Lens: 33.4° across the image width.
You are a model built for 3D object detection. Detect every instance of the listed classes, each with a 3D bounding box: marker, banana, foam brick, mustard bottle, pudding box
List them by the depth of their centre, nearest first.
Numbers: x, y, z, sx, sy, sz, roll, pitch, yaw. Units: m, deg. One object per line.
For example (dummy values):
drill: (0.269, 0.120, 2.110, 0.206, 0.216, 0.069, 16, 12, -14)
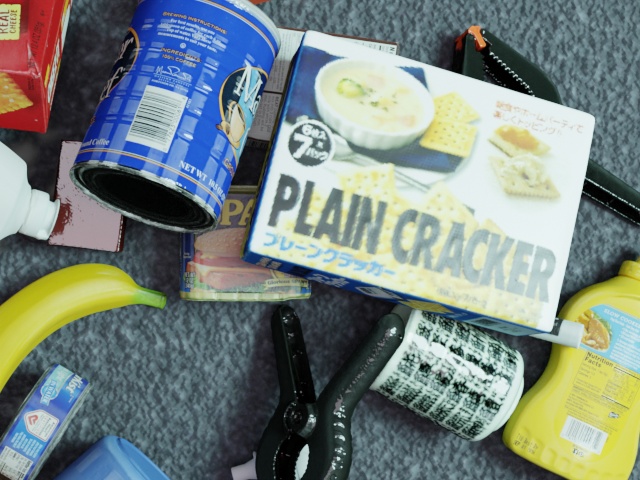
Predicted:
banana: (-0.195, 0.063, 0.740, 0.070, 0.197, 0.037, 28, 131, 24)
foam brick: (-0.166, -0.032, 0.775, 0.051, 0.053, 0.078, 7, 89, -7)
pudding box: (-0.001, -0.110, 0.803, 0.113, 0.039, 0.090, 7, 88, -8)
marker: (0.137, 0.057, 0.807, 0.121, 0.020, 0.020, 15, 88, 18)
mustard bottle: (0.221, 0.091, 0.820, 0.096, 0.058, 0.191, 25, 87, 2)

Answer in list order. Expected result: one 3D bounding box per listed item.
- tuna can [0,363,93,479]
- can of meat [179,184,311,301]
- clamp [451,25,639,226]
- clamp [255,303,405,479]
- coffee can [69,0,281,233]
tuna can: (-0.198, 0.130, 0.756, 0.033, 0.086, 0.086, 32, 86, -5)
can of meat: (-0.055, 0.001, 0.788, 0.102, 0.057, 0.084, 1, 92, -7)
clamp: (0.149, -0.061, 0.812, 0.164, 0.036, 0.210, -32, 91, -20)
clamp: (-0.012, 0.122, 0.765, 0.039, 0.120, 0.171, 29, 79, -38)
coffee can: (-0.096, -0.089, 0.718, 0.102, 0.103, 0.140, 20, 73, -7)
